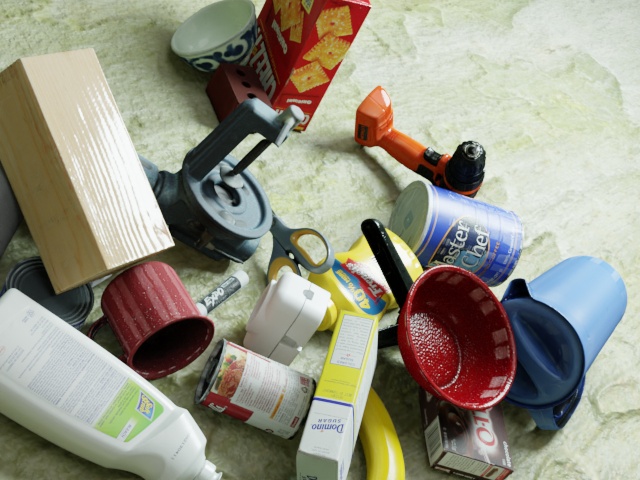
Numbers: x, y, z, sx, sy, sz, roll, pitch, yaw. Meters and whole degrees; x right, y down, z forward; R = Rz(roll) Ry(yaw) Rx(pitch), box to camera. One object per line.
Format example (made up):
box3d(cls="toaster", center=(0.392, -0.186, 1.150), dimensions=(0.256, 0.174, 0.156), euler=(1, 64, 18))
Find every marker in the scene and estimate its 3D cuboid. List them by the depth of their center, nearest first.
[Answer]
box3d(cls="marker", center=(-0.116, 0.066, 1.133), dimensions=(0.020, 0.020, 0.120), euler=(41, 39, 8))

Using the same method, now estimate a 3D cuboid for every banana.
box3d(cls="banana", center=(0.050, 0.205, 1.086), dimensions=(0.069, 0.037, 0.198), euler=(24, 36, -27))

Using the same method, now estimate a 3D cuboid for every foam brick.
box3d(cls="foam brick", center=(-0.105, -0.183, 1.370), dimensions=(0.052, 0.051, 0.078), euler=(1, 49, -35))

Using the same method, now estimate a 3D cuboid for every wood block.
box3d(cls="wood block", center=(-0.234, -0.067, 1.013), dimensions=(0.090, 0.090, 0.206), euler=(-23, 90, -49))

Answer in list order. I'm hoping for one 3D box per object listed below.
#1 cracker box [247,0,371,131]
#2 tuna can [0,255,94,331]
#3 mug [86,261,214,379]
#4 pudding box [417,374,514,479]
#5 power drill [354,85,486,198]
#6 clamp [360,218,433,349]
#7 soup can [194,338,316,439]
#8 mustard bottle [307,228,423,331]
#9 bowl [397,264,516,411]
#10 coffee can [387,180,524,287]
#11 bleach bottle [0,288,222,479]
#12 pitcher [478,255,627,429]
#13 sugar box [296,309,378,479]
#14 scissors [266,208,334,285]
box3d(cls="cracker box", center=(-0.024, -0.278, 1.395), dimensions=(0.072, 0.214, 0.164), euler=(8, 45, -26))
box3d(cls="tuna can", center=(-0.264, 0.058, 1.026), dimensions=(0.086, 0.034, 0.086), euler=(19, 41, -18))
box3d(cls="mug", center=(-0.172, 0.081, 1.035), dimensions=(0.117, 0.093, 0.081), euler=(-30, 60, -9))
box3d(cls="pudding box", center=(0.157, 0.204, 1.165), dimensions=(0.090, 0.039, 0.113), euler=(19, 41, -18))
box3d(cls="power drill", center=(0.131, -0.120, 1.392), dimensions=(0.188, 0.184, 0.057), euler=(39, 74, 13))
box3d(cls="clamp", center=(0.103, 0.078, 1.206), dimensions=(0.209, 0.036, 0.164), euler=(27, 61, -35))
box3d(cls="soup can", center=(-0.063, 0.147, 1.048), dimensions=(0.102, 0.069, 0.068), euler=(25, 40, -13))
box3d(cls="mustard bottle", center=(0.038, 0.055, 1.220), dimensions=(0.096, 0.058, 0.191), euler=(54, 42, 6))
box3d(cls="bowl", center=(0.136, 0.110, 1.153), dimensions=(0.161, 0.055, 0.162), euler=(17, 59, -32))
box3d(cls="coffee can", center=(0.169, -0.007, 1.341), dimensions=(0.140, 0.103, 0.103), euler=(17, 42, -21))
box3d(cls="bleach bottle", center=(-0.201, 0.153, 0.947), dimensions=(0.251, 0.068, 0.102), euler=(37, 58, -5))
box3d(cls="pitcher", center=(0.289, 0.109, 1.289), dimensions=(0.145, 0.149, 0.242), euler=(38, 30, 17))
box3d(cls="sugar box", center=(0.017, 0.163, 1.035), dimensions=(0.048, 0.093, 0.176), euler=(11, 46, 11))
box3d(cls="scissors", center=(-0.058, 0.002, 1.230), dimensions=(0.016, 0.096, 0.202), euler=(33, -1, -44))
